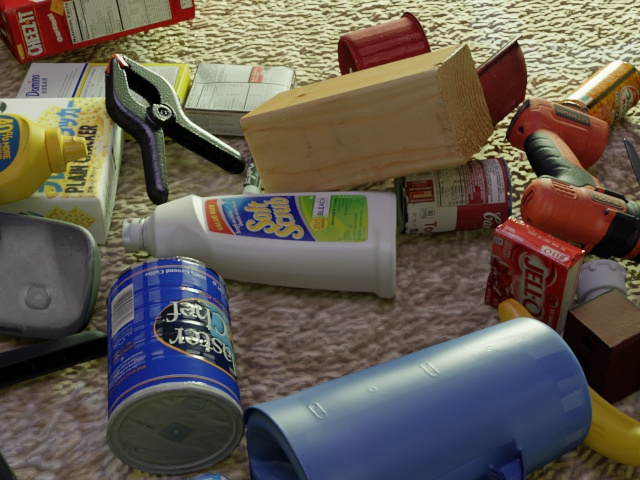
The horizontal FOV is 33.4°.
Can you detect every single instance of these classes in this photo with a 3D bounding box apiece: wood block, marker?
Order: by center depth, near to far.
[{"bbox_3d":[0.043,-0.107,0.993,0.206,0.090,0.090,-9,20,32],"label":"wood block"},{"bbox_3d":[-0.067,-0.061,1.070,0.020,0.020,0.121,3,43,4],"label":"marker"}]

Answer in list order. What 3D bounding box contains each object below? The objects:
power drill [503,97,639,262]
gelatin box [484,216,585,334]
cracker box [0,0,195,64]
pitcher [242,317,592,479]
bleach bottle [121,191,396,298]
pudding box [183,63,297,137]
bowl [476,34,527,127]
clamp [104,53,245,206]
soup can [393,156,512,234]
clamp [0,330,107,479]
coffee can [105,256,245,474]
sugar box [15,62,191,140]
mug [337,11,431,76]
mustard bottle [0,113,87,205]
[{"bbox_3d":[0.259,-0.054,1.008,0.184,0.057,0.187,17,32,-18],"label":"power drill"},{"bbox_3d":[0.181,0.032,0.914,0.073,0.089,0.030,30,51,28],"label":"gelatin box"},{"bbox_3d":[-0.272,-0.281,1.253,0.213,0.072,0.164,-19,30,-18],"label":"cracker box"},{"bbox_3d":[0.078,0.148,0.766,0.242,0.145,0.149,-19,77,-23],"label":"pitcher"},{"bbox_3d":[-0.056,0.001,0.974,0.251,0.068,0.102,0,42,4],"label":"bleach bottle"},{"bbox_3d":[-0.086,-0.151,1.155,0.113,0.039,0.090,3,43,7],"label":"pudding box"},{"bbox_3d":[0.155,-0.136,1.081,0.055,0.162,0.161,51,55,-2],"label":"bowl"},{"bbox_3d":[-0.152,-0.116,1.069,0.120,0.039,0.171,-14,69,-45],"label":"clamp"},{"bbox_3d":[0.124,-0.042,1.011,0.102,0.068,0.068,-4,43,-3],"label":"soup can"},{"bbox_3d":[-0.290,0.128,0.857,0.210,0.036,0.164,5,43,9],"label":"clamp"},{"bbox_3d":[-0.117,0.097,0.840,0.102,0.103,0.140,-6,43,-6],"label":"coffee can"},{"bbox_3d":[-0.234,-0.150,1.151,0.176,0.048,0.093,0,42,6],"label":"sugar box"},{"bbox_3d":[0.066,-0.196,1.173,0.081,0.093,0.117,-18,14,-11],"label":"mug"},{"bbox_3d":[-0.307,-0.071,0.961,0.191,0.058,0.096,-8,48,-8],"label":"mustard bottle"}]
